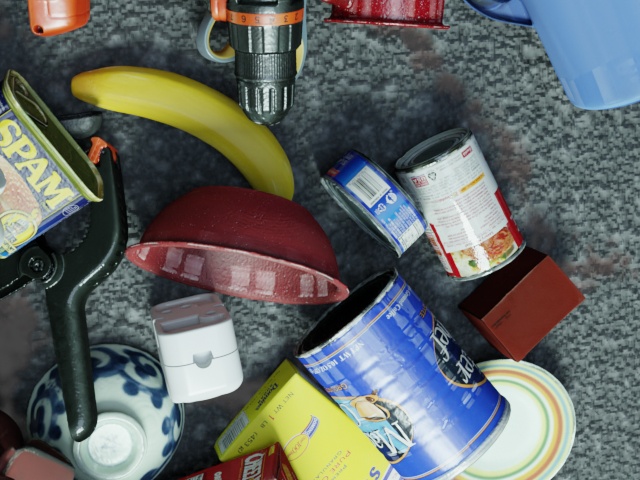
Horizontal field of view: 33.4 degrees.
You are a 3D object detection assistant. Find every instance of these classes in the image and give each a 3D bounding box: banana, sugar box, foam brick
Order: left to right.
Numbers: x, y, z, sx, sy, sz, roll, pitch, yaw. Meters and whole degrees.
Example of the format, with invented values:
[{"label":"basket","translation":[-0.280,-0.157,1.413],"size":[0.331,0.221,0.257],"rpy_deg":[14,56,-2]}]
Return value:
[{"label":"banana","translation":[-0.087,-0.079,0.794],"size":[0.197,0.037,0.069],"rpy_deg":[37,90,-17]},{"label":"sugar box","translation":[0.009,0.187,0.862],"size":[0.176,0.048,0.093],"rpy_deg":[41,90,-16]},{"label":"foam brick","translation":[0.163,0.050,0.871],"size":[0.078,0.051,0.053],"rpy_deg":[-42,106,-3]}]

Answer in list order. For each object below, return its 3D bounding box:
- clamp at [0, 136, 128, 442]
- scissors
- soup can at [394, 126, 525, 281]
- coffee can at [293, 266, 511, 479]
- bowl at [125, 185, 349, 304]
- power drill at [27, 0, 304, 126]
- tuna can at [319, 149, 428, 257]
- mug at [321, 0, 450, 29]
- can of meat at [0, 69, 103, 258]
[{"label":"clamp","translation":[-0.208,0.021,0.771],"size":[0.164,0.036,0.210],"rpy_deg":[17,85,8]},{"label":"scissors","translation":[-0.005,-0.187,0.803],"size":[0.201,0.016,0.096],"rpy_deg":[-40,124,-15]},{"label":"soup can","translation":[0.108,-0.029,0.835],"size":[0.068,0.068,0.102],"rpy_deg":[-30,105,-7]},{"label":"coffee can","translation":[0.063,0.106,0.819],"size":[0.103,0.103,0.140],"rpy_deg":[-41,97,-4]},{"label":"bowl","translation":[-0.055,0.001,0.766],"size":[0.162,0.162,0.055],"rpy_deg":[14,75,-16]},{"label":"power drill","translation":[-0.103,-0.172,0.725],"size":[0.188,0.057,0.184],"rpy_deg":[4,111,8]},{"label":"tuna can","translation":[0.041,-0.029,0.809],"size":[0.033,0.086,0.086],"rpy_deg":[-45,107,-4]},{"label":"mug","translation":[0.041,-0.196,0.768],"size":[0.117,0.093,0.081],"rpy_deg":[-5,104,-34]},{"label":"can of meat","translation":[-0.210,-0.049,0.717],"size":[0.084,0.057,0.102],"rpy_deg":[-33,118,5]}]
